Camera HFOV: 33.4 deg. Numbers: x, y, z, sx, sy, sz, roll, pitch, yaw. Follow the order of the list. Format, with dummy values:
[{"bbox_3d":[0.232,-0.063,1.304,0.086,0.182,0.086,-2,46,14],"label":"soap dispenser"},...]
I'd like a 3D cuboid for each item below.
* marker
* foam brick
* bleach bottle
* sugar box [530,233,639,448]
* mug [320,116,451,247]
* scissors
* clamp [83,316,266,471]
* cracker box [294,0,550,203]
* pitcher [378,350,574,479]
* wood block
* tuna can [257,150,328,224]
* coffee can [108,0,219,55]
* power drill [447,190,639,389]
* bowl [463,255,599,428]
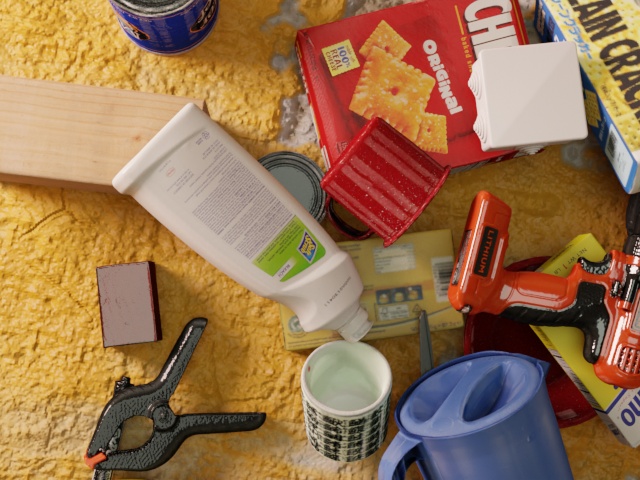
[{"bbox_3d":[-0.198,0.189,1.012,0.020,0.020,0.121,13,86,-1],"label":"marker"},{"bbox_3d":[-0.180,0.060,1.005,0.051,0.053,0.078,-6,86,-3],"label":"foam brick"},{"bbox_3d":[-0.056,0.001,0.930,0.250,0.068,0.102,45,80,-9],"label":"bleach bottle"},{"bbox_3d":[0.259,0.090,0.967,0.093,0.048,0.176,-39,88,-4],"label":"sugar box"},{"bbox_3d":[0.048,-0.047,0.944,0.081,0.093,0.117,39,128,-4],"label":"mug"},{"bbox_3d":[0.086,0.171,0.985,0.096,0.016,0.202,-27,112,-17],"label":"scissors"},{"bbox_3d":[-0.138,0.168,1.000,0.171,0.039,0.120,-41,88,-11],"label":"clamp"},{"bbox_3d":[0.097,-0.141,1.020,0.213,0.072,0.164,-14,88,-4],"label":"cracker box"},{"bbox_3d":[0.158,0.234,0.941,0.149,0.145,0.243,-16,109,20],"label":"pitcher"},{"bbox_3d":[-0.212,-0.093,0.995,0.206,0.091,0.090,6,86,-2],"label":"wood block"},{"bbox_3d":[-0.034,-0.042,1.027,0.086,0.034,0.086,0,86,-2],"label":"tuna can"},{"bbox_3d":[-0.147,-0.237,0.982,0.103,0.140,0.103,0,86,-3],"label":"coffee can"},{"bbox_3d":[0.215,0.018,0.917,0.187,0.057,0.184,16,85,0],"label":"power drill"},{"bbox_3d":[0.212,0.096,1.016,0.162,0.055,0.162,0,86,-2],"label":"bowl"}]
